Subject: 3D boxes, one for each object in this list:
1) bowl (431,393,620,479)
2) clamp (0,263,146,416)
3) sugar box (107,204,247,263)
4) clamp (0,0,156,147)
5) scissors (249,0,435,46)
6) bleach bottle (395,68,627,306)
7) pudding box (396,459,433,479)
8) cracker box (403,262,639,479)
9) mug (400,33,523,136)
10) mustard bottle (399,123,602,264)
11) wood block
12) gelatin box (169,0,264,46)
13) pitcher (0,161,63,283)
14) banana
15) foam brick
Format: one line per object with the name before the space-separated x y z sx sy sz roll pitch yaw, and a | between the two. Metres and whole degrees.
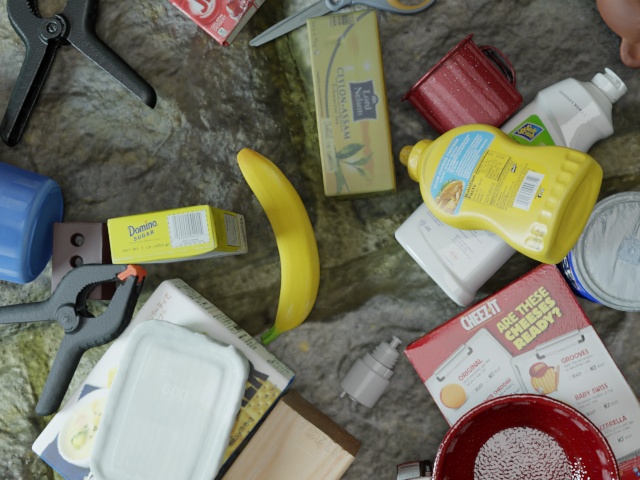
bowl | 0.181 0.213 0.949 0.162 0.055 0.162 0 90 8
clamp | -0.246 0.071 1.023 0.120 0.039 0.171 45 94 4
sugar box | -0.128 -0.004 0.994 0.093 0.176 0.048 -7 90 4
clamp | -0.273 -0.203 1.081 0.164 0.036 0.210 -21 85 4
scissors | 0.034 -0.229 1.062 0.202 0.016 0.096 -42 86 4
bleach bottle | 0.192 -0.058 1.007 0.251 0.068 0.103 -44 74 8
pudding box | 0.099 0.272 1.011 0.039 0.090 0.113 -9 88 3
cracker box | 0.204 0.151 1.013 0.164 0.072 0.214 -32 86 4
mug | 0.145 -0.142 1.022 0.081 0.093 0.117 47 57 0
mustard bottle | 0.145 -0.052 0.942 0.192 0.058 0.096 24 89 41
wood block | -0.059 0.256 1.026 0.090 0.091 0.206 37 93 6
gelatin box | -0.096 -0.251 1.068 0.073 0.030 0.089 40 93 5
pitcher | -0.381 -0.049 1.048 0.243 0.145 0.149 15 125 2
banana | -0.038 0.003 1.055 0.069 0.037 0.198 -7 88 4
foam brick | -0.236 0.021 1.066 0.053 0.051 0.078 0 89 6
